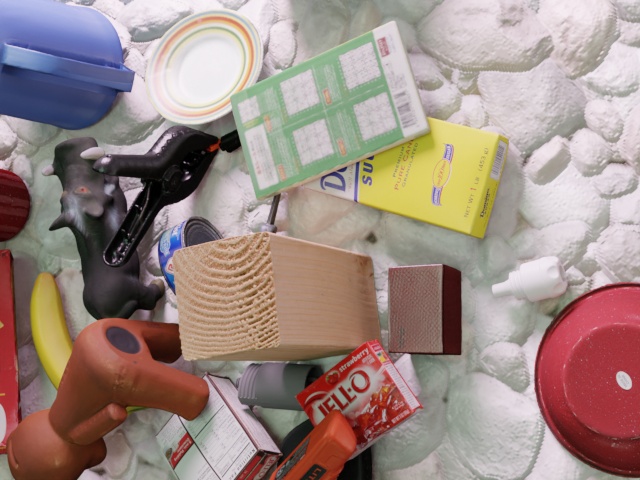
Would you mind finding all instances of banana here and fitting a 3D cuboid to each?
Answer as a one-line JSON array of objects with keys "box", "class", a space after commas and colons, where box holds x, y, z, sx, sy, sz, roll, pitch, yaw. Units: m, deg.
[{"box": [-0.254, 0.122, 1.107, 0.069, 0.037, 0.198, -39, 70, -12], "class": "banana"}]

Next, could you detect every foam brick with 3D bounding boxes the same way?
[{"box": [0.092, 0.062, 0.939, 0.053, 0.051, 0.078, -2, 84, 26], "class": "foam brick"}]

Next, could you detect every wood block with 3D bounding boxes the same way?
[{"box": [-0.031, 0.054, 0.912, 0.090, 0.205, 0.091, -12, 80, 24], "class": "wood block"}]

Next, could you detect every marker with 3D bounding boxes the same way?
[{"box": [-0.048, -0.118, 1.042, 0.121, 0.020, 0.020, -27, 74, 21], "class": "marker"}]

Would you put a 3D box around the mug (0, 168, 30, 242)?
[{"box": [-0.372, -0.053, 1.153, 0.093, 0.081, 0.117, -17, 78, 23], "class": "mug"}]

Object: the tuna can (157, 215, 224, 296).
[{"box": [-0.118, 0.022, 1.023, 0.034, 0.086, 0.086, -25, 75, 23], "class": "tuna can"}]

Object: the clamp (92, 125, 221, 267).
[{"box": [-0.156, -0.065, 1.012, 0.039, 0.120, 0.171, 25, 52, 17], "class": "clamp"}]

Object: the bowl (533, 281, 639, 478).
[{"box": [0.246, 0.112, 0.860, 0.162, 0.055, 0.162, -3, 84, 24], "class": "bowl"}]

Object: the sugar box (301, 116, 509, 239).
[{"box": [0.074, -0.069, 0.965, 0.176, 0.048, 0.093, 16, 92, 25], "class": "sugar box"}]

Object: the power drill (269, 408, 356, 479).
[{"box": [0.060, 0.228, 0.893, 0.187, 0.057, 0.185, 40, 107, -5], "class": "power drill"}]

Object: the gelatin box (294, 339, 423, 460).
[{"box": [0.032, 0.141, 0.926, 0.089, 0.030, 0.073, -39, 75, 21], "class": "gelatin box"}]

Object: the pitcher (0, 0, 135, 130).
[{"box": [-0.309, -0.184, 1.048, 0.149, 0.242, 0.145, -32, 75, 25], "class": "pitcher"}]

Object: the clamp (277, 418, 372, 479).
[{"box": [-0.020, 0.236, 0.982, 0.165, 0.036, 0.210, 21, 95, 28], "class": "clamp"}]

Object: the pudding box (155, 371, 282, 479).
[{"box": [-0.098, 0.194, 1.007, 0.090, 0.039, 0.114, -51, 51, 11], "class": "pudding box"}]
